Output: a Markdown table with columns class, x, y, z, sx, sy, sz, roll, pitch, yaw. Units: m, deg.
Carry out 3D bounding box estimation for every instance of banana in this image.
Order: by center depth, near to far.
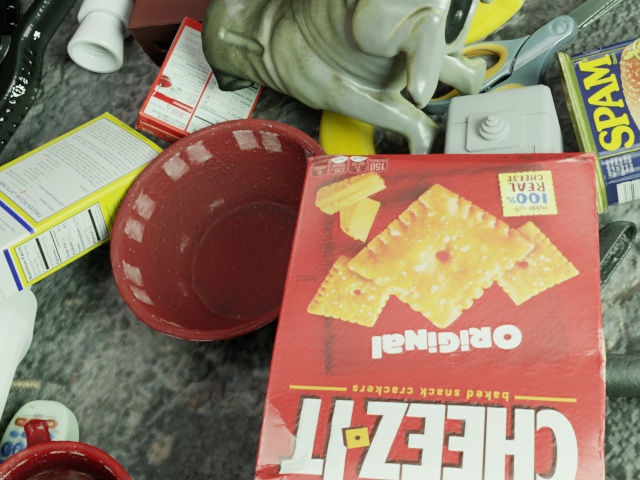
| class | x | y | z | sx | sy | sz | roll | pitch | yaw |
| --- | --- | --- | --- | --- | --- | --- | --- | --- | --- |
| banana | 0.038 | -0.043 | 0.704 | 0.070 | 0.037 | 0.198 | -21 | 56 | 12 |

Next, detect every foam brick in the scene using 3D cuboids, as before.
| class | x | y | z | sx | sy | sz | roll | pitch | yaw |
| --- | --- | --- | --- | --- | --- | --- | --- | --- | --- |
| foam brick | -0.099 | -0.172 | 0.826 | 0.078 | 0.053 | 0.051 | -1 | 62 | 23 |

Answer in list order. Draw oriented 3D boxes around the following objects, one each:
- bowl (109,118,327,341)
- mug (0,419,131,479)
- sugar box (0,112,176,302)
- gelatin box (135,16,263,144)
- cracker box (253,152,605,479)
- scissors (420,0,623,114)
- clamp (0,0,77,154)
| class | x | y | z | sx | sy | sz | roll | pitch | yaw |
| --- | --- | --- | --- | --- | --- | --- | --- | --- | --- |
| bowl | -0.055 | 0.001 | 0.705 | 0.162 | 0.055 | 0.162 | -9 | 60 | 16 |
| mug | -0.155 | 0.162 | 0.624 | 0.093 | 0.082 | 0.117 | -15 | 67 | -17 |
| sugar box | -0.194 | -0.021 | 0.743 | 0.176 | 0.048 | 0.093 | -34 | 44 | -24 |
| gelatin box | -0.083 | -0.106 | 0.775 | 0.073 | 0.030 | 0.089 | 24 | 70 | -7 |
| cracker box | 0.061 | 0.052 | 0.555 | 0.164 | 0.072 | 0.213 | 1 | 53 | 11 |
| scissors | 0.160 | -0.122 | 0.710 | 0.202 | 0.016 | 0.096 | -22 | 58 | 11 |
| clamp | -0.244 | -0.154 | 0.866 | 0.165 | 0.036 | 0.210 | -12 | 60 | 43 |
